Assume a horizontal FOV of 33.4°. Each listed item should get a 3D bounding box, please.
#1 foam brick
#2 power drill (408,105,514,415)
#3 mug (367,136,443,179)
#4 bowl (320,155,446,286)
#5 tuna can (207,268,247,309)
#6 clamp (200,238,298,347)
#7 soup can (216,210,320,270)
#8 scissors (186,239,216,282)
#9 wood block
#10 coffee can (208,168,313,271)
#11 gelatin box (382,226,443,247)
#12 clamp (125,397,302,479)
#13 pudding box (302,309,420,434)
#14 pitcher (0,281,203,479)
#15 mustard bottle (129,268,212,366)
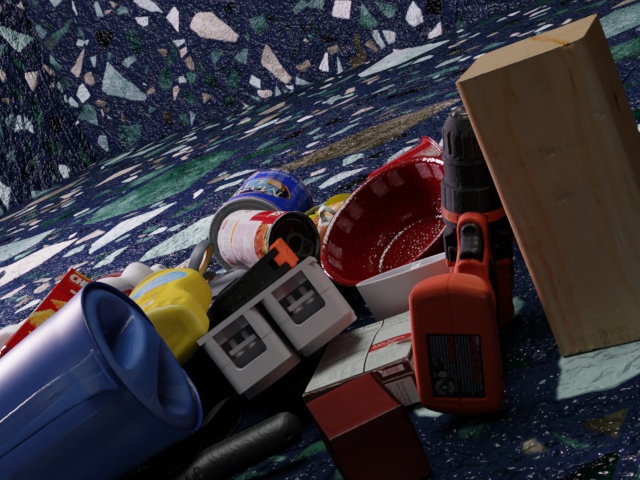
[{"bbox_3d":[0.030,0.127,0.689,0.051,0.053,0.078,-25,12,-7],"label":"foam brick"},{"bbox_3d":[0.105,0.017,0.748,0.057,0.184,0.187,-3,27,17],"label":"power drill"},{"bbox_3d":[0.106,-0.053,1.206,0.081,0.093,0.117,-31,-17,-8],"label":"mug"},{"bbox_3d":[0.080,-0.005,1.036,0.162,0.055,0.162,-29,34,22],"label":"bowl"},{"bbox_3d":[-0.096,0.059,1.206,0.086,0.034,0.086,-23,13,6],"label":"tuna can"},{"bbox_3d":[-0.076,0.056,1.049,0.210,0.036,0.164,-44,-4,40],"label":"clamp"},{"bbox_3d":[-0.058,0.001,1.149,0.068,0.068,0.102,-32,21,-32],"label":"soup can"},{"bbox_3d":[-0.158,0.063,1.207,0.016,0.096,0.201,15,22,11],"label":"scissors"},{"bbox_3d":[0.179,-0.038,0.738,0.090,0.206,0.090,-17,14,26],"label":"wood block"},{"bbox_3d":[-0.071,-0.023,1.329,0.103,0.103,0.140,-20,14,17],"label":"coffee can"},{"bbox_3d":[0.115,-0.006,1.105,0.089,0.030,0.073,-10,20,43],"label":"gelatin box"},{"bbox_3d":[-0.093,0.169,0.765,0.171,0.039,0.120,-39,11,-33],"label":"clamp"},{"bbox_3d":[0.042,0.097,0.817,0.090,0.039,0.113,-22,10,18],"label":"pudding box"},{"bbox_3d":[-0.220,0.150,0.780,0.243,0.149,0.145,-37,41,9],"label":"pitcher"},{"bbox_3d":[-0.143,0.067,0.956,0.096,0.058,0.191,-34,12,4],"label":"mustard bottle"}]
